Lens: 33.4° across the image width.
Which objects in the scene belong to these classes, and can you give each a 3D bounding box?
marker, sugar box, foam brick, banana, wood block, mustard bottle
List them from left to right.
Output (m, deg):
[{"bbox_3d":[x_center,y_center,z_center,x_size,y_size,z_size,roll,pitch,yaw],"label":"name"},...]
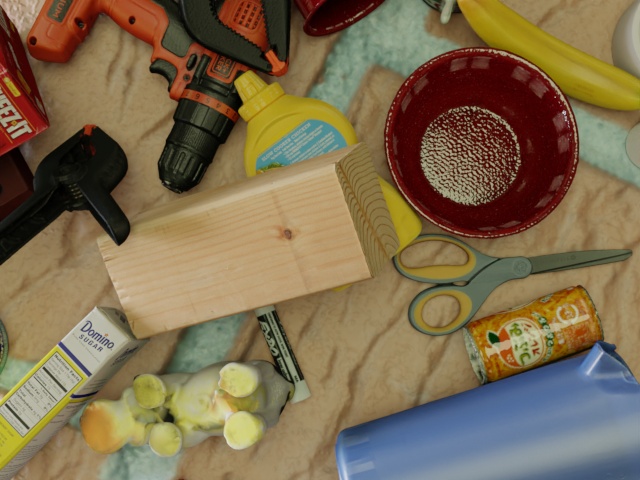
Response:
[{"bbox_3d":[-0.280,-0.059,0.909,0.053,0.051,0.078,-30,85,-1],"label":"foam brick"},{"bbox_3d":[-0.222,0.128,0.870,0.048,0.093,0.176,42,86,4],"label":"sugar box"},{"bbox_3d":[-0.056,0.001,0.835,0.206,0.090,0.091,-15,101,22],"label":"wood block"},{"bbox_3d":[-0.039,0.079,0.907,0.020,0.020,0.121,-23,85,-1],"label":"marker"},{"bbox_3d":[-0.007,-0.059,0.883,0.096,0.058,0.191,-36,95,12],"label":"mustard bottle"},{"bbox_3d":[0.198,-0.157,0.896,0.198,0.070,0.037,25,73,-2],"label":"banana"}]

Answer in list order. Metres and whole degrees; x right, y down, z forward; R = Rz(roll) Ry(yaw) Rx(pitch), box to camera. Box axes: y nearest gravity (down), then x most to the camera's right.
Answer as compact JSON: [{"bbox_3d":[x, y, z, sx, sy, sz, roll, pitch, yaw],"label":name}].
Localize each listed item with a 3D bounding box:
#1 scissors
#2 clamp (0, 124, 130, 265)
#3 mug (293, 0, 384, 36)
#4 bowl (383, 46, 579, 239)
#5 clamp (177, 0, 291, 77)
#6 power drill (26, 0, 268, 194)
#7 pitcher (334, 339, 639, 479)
[{"bbox_3d":[0.159,0.042,0.908,0.202,0.016,0.096,8,87,2],"label":"scissors"},{"bbox_3d":[-0.190,-0.040,0.855,0.120,0.039,0.171,0,40,14],"label":"clamp"},{"bbox_3d":[0.017,-0.238,0.901,0.117,0.093,0.081,-29,80,-3],"label":"mug"},{"bbox_3d":[0.131,-0.077,0.896,0.162,0.055,0.162,0,82,-3],"label":"bowl"},{"bbox_3d":[-0.080,-0.231,0.872,0.164,0.036,0.210,-40,87,5],"label":"clamp"},{"bbox_3d":[-0.150,-0.153,0.913,0.187,0.057,0.184,25,82,0],"label":"power drill"},{"bbox_3d":[0.142,0.184,0.847,0.243,0.145,0.149,-15,73,3],"label":"pitcher"}]
